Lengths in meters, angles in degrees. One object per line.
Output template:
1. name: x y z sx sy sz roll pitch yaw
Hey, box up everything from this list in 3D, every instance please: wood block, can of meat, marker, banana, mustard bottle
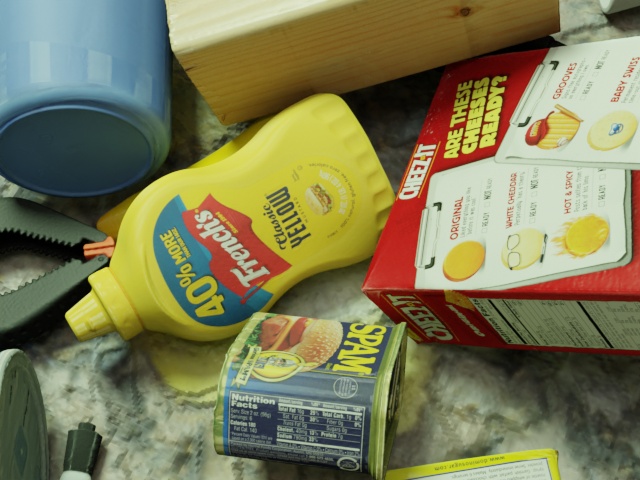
1. wood block: 0.022 -0.147 0.606 0.206 0.090 0.090 -14 66 9
2. can of meat: -0.002 0.076 0.547 0.084 0.102 0.057 5 106 9
3. marker: -0.133 0.153 0.554 0.020 0.020 0.121 3 62 5
4. banana: -0.048 -0.056 0.656 0.070 0.037 0.197 25 62 39
5. mustard bottle: -0.054 0.001 0.598 0.191 0.058 0.096 -30 106 -12

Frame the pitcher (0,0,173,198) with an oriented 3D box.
1. pitcher: -0.158 -0.148 0.658 0.145 0.149 0.243 0 60 -11

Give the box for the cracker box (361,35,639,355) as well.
1. cracker box: 0.147 -0.024 0.555 0.214 0.072 0.164 -2 55 40

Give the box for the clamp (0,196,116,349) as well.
1. clamp: -0.221 0.014 0.624 0.210 0.036 0.164 -13 62 0
